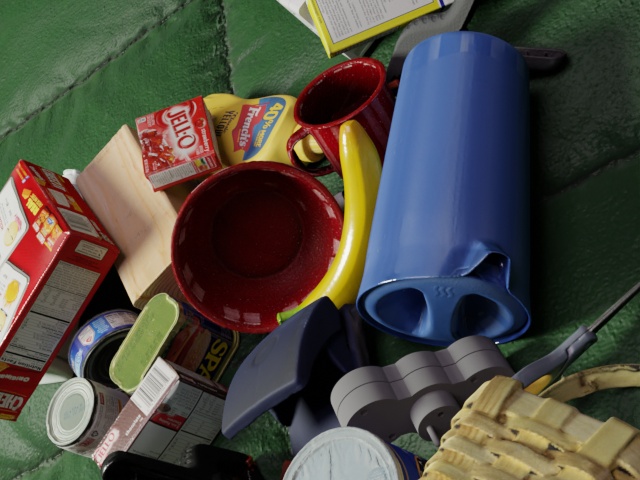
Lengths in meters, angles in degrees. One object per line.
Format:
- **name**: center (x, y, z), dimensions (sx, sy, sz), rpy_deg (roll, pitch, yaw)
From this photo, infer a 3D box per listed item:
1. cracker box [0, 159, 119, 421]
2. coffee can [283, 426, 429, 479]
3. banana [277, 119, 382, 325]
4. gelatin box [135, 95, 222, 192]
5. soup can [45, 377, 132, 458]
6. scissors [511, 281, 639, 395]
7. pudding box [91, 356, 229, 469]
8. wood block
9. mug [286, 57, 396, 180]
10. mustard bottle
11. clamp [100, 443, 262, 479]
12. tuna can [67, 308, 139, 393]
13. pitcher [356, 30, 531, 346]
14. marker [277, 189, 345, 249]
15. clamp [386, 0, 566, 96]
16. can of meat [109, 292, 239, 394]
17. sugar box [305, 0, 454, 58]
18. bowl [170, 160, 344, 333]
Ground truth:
- **cracker box**: center (-0.306, 0.049, 1.083), dimensions (0.214, 0.072, 0.164), rpy_deg (-57, 43, 10)
- **coffee can**: center (0.051, 0.201, 0.765), dimensions (0.103, 0.140, 0.103), rpy_deg (-19, 56, 31)
- **banana**: center (0.023, -0.005, 0.934), dimensions (0.037, 0.069, 0.198), rpy_deg (-129, 54, -64)
- **gelatin box**: center (-0.141, -0.097, 1.057), dimensions (0.073, 0.030, 0.089), rpy_deg (-19, 48, 3)
- **soup can**: center (-0.201, 0.176, 1.015), dimensions (0.069, 0.102, 0.068), rpy_deg (-19, 56, 32)
- **scissors**: center (0.185, 0.088, 0.791), dimensions (0.201, 0.096, 0.016), rpy_deg (-34, 62, -20)
- **pudding box**: center (-0.140, 0.173, 0.976), dimensions (0.113, 0.089, 0.039), rpy_deg (-54, 47, 2)
- **wood block**: center (-0.166, -0.015, 1.097), dimensions (0.090, 0.090, 0.206), rpy_deg (-46, 47, 12)
- **mug**: center (0.025, -0.099, 0.973), dimensions (0.117, 0.081, 0.093), rpy_deg (-33, 36, 3)
- **mustard bottle**: center (-0.061, -0.103, 1.078), dimensions (0.192, 0.058, 0.096), rpy_deg (7, 60, 41)
- **clamp**: center (-0.076, 0.216, 0.851), dimensions (0.164, 0.210, 0.036), rpy_deg (42, 97, 11)
- **tuna can**: center (-0.206, 0.113, 1.065), dimensions (0.086, 0.086, 0.034), rpy_deg (-52, 47, 5)
- **pitcher**: center (0.104, -0.040, 0.872), dimensions (0.149, 0.145, 0.242), rpy_deg (-4, 60, 25)
- **marker**: center (0.000, -0.023, 1.013), dimensions (0.121, 0.020, 0.020), rpy_deg (-34, 50, 22)
- **clamp**: center (0.131, -0.168, 0.950), dimensions (0.172, 0.039, 0.120), rpy_deg (-37, 87, 41)
- **can of meat**: center (-0.139, 0.108, 1.013), dimensions (0.058, 0.083, 0.102), rpy_deg (28, 86, 45)
- **sugar box**: center (0.072, -0.245, 0.987), dimensions (0.176, 0.048, 0.093), rpy_deg (-22, 93, 0)
- **bowl**: center (-0.056, 0.001, 0.979), dimensions (0.162, 0.162, 0.055), rpy_deg (-50, 15, 7)
